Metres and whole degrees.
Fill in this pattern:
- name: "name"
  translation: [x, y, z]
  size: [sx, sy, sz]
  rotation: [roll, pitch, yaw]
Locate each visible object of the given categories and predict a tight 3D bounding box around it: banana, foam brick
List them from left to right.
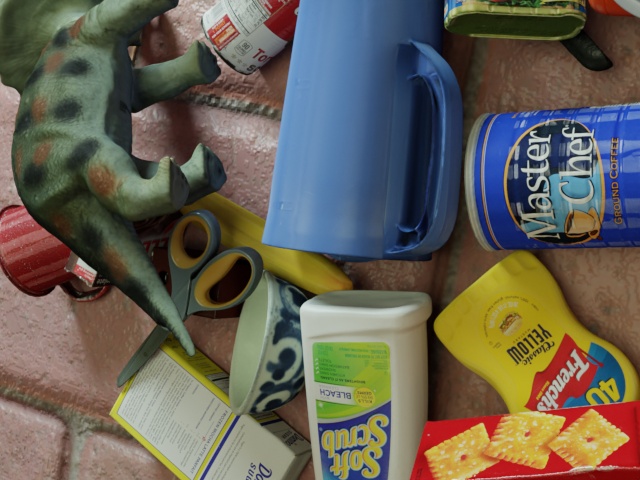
- name: "foam brick"
  translation: [-0.108, 0.037, 0.946]
  size: [0.078, 0.051, 0.053]
  rotation: [9, 93, 28]
- name: "banana"
  translation: [-0.055, 0.000, 0.909]
  size: [0.198, 0.069, 0.037]
  rotation: [30, 94, 12]

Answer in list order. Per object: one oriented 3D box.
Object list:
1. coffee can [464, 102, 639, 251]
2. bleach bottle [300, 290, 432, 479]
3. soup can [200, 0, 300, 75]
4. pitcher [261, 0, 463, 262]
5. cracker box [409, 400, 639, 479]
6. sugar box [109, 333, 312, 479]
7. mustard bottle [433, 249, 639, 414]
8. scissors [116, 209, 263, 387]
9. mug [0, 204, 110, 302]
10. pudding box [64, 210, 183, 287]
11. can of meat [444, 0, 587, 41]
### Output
- name: "coffee can"
  translation: [0.186, -0.044, 0.759]
  size: [0.140, 0.102, 0.103]
  rotation: [-1, 89, 28]
- name: "bleach bottle"
  translation: [0.043, 0.167, 0.835]
  size: [0.103, 0.068, 0.251]
  rotation: [0, 101, 27]
- name: "soup can"
  translation: [-0.043, -0.196, 0.904]
  size: [0.102, 0.068, 0.068]
  rotation: [-35, 74, 24]
- name: "pitcher"
  translation: [0.039, -0.103, 0.817]
  size: [0.149, 0.145, 0.243]
  rotation: [6, 93, 8]
- name: "cracker box"
  translation: [0.190, 0.192, 0.727]
  size: [0.214, 0.072, 0.164]
  rotation: [-10, 123, 28]
- name: "sugar box"
  translation: [-0.097, 0.169, 0.943]
  size: [0.176, 0.048, 0.093]
  rotation: [36, 106, 21]
- name: "mustard bottle"
  translation: [0.177, 0.105, 0.785]
  size: [0.096, 0.058, 0.192]
  rotation: [-40, 72, 2]
- name: "scissors"
  translation: [-0.132, 0.046, 0.914]
  size: [0.202, 0.016, 0.096]
  rotation: [-31, 85, 31]
- name: "mug"
  translation: [-0.239, 0.007, 1.004]
  size: [0.082, 0.093, 0.117]
  rotation: [-19, 111, 22]
- name: "pudding box"
  translation: [-0.165, -0.008, 0.943]
  size: [0.039, 0.113, 0.090]
  rotation: [28, 103, 25]
- name: "can of meat"
  translation: [0.137, -0.190, 0.751]
  size: [0.102, 0.057, 0.084]
  rotation: [2, 82, -1]
